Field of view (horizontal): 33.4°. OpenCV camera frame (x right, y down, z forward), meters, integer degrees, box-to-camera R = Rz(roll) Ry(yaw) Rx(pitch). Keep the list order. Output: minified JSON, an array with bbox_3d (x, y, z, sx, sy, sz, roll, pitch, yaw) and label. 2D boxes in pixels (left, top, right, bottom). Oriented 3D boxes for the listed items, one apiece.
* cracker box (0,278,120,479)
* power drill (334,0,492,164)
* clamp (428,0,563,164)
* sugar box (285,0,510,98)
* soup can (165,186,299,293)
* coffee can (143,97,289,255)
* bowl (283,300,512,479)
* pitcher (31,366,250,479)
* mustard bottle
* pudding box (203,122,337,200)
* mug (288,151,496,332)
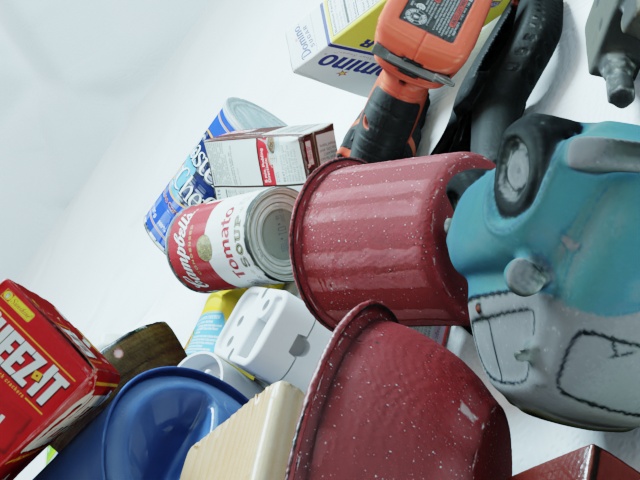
[{"bbox_3d":[-0.204,0.124,0.551,0.213,0.072,0.164,-45,0,-10],"label":"cracker box"},{"bbox_3d":[0.055,-0.096,0.701,0.188,0.057,0.184,110,-176,-50],"label":"power drill"},{"bbox_3d":[0.104,-0.081,0.640,0.210,0.036,0.165,-62,9,-19],"label":"clamp"},{"bbox_3d":[0.066,-0.167,0.764,0.177,0.093,0.048,-34,57,40],"label":"sugar box"},{"bbox_3d":[-0.055,0.001,0.758,0.102,0.068,0.068,-9,49,50],"label":"soup can"},{"bbox_3d":[-0.083,-0.046,0.987,0.140,0.102,0.103,-52,18,19],"label":"coffee can"},{"bbox_3d":[0.037,0.105,0.403,0.055,0.162,0.162,4,52,21],"label":"bowl"},{"bbox_3d":[-0.127,0.186,0.648,0.243,0.149,0.145,-40,35,34],"label":"pitcher"},{"bbox_3d":[-0.080,0.097,0.807,0.096,0.058,0.191,-21,40,63],"label":"mustard bottle"},{"bbox_3d":[-0.033,-0.039,0.805,0.039,0.090,0.114,-22,16,-41],"label":"pudding box"},{"bbox_3d":[0.053,0.002,0.529,0.082,0.117,0.093,-5,82,43],"label":"mug"}]
